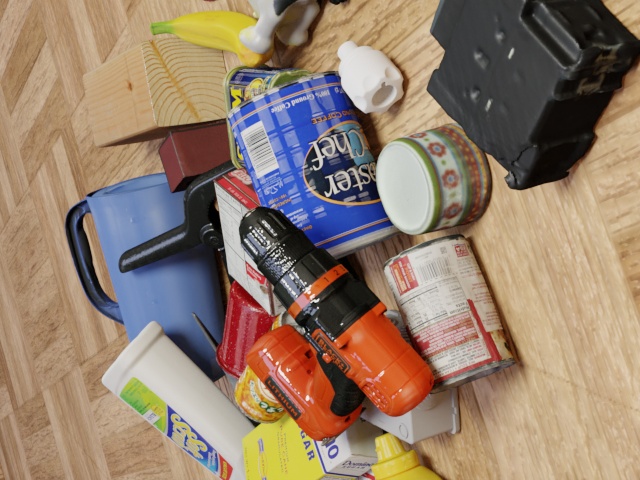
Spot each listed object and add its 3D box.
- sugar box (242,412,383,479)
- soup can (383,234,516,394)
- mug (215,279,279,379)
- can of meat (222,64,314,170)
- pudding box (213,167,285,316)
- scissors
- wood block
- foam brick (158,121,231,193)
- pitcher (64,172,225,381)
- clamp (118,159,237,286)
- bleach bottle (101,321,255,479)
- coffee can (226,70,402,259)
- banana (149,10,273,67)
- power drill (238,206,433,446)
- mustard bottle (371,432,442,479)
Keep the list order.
[{"bbox_3d":[-0.011,0.193,0.996,0.176,0.048,0.093,-47,41,43],"label":"sugar box"},{"bbox_3d":[0.094,0.054,0.789,0.069,0.068,0.102,-42,64,58],"label":"soup can"},{"bbox_3d":[-0.051,0.077,1.055,0.117,0.093,0.081,-78,-2,-62],"label":"mug"},{"bbox_3d":[-0.041,-0.109,0.977,0.084,0.057,0.102,17,117,55],"label":"can of meat"},{"bbox_3d":[-0.056,0.001,0.980,0.090,0.039,0.113,41,144,47],"label":"pudding box"},{"bbox_3d":[-0.100,0.119,1.134,0.096,0.016,0.201,-108,-4,-53],"label":"scissors"},{"bbox_3d":[-0.184,-0.161,1.177,0.206,0.090,0.091,-2,99,61],"label":"wood block"},{"bbox_3d":[-0.121,-0.087,1.106,0.053,0.078,0.051,-39,68,62],"label":"foam brick"},{"bbox_3d":[-0.186,0.046,1.220,0.149,0.144,0.243,6,110,57],"label":"pitcher"},{"bbox_3d":[-0.097,-0.001,1.094,0.210,0.164,0.036,-53,12,34],"label":"clamp"},{"bbox_3d":[-0.114,0.201,1.138,0.251,0.068,0.103,42,143,-2],"label":"bleach bottle"},{"bbox_3d":[-0.005,-0.054,0.872,0.103,0.102,0.140,-26,84,61],"label":"coffee can"},{"bbox_3d":[-0.088,-0.191,1.014,0.198,0.069,0.037,24,137,52],"label":"banana"},{"bbox_3d":[-0.007,0.075,0.822,0.184,0.057,0.188,49,157,10],"label":"power drill"},{"bbox_3d":[0.087,0.253,0.890,0.096,0.058,0.191,-35,73,58],"label":"mustard bottle"}]
